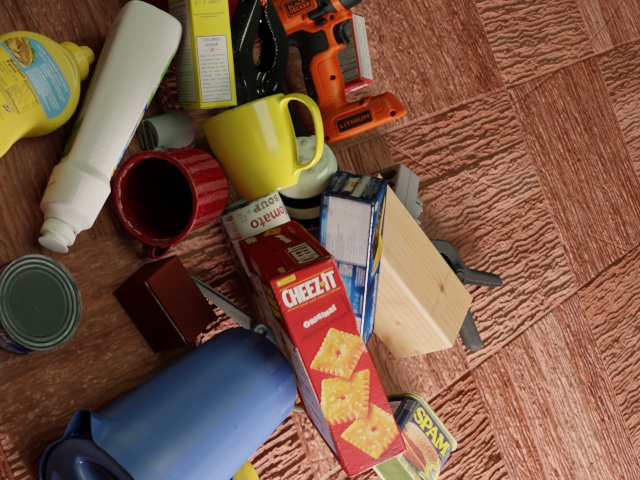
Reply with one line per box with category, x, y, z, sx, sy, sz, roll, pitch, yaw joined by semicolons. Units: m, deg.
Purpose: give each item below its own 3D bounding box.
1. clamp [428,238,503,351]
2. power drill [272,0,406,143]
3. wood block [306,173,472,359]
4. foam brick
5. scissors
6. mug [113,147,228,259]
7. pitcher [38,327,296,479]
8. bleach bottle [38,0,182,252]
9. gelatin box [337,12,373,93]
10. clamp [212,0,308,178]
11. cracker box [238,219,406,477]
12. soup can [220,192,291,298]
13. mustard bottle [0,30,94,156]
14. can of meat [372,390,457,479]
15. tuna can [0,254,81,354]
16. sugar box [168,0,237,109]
clamp;0.179;0.049;1.405;0.171;0.039;0.120;52;45;-22
power drill;0.031;-0.219;1.227;0.187;0.185;0.057;68;23;-4
wood block;0.080;0.034;1.266;0.206;0.090;0.090;51;45;-22
foam brick;-0.151;0.062;1.037;0.078;0.053;0.051;59;44;-17
scissors;-0.066;0.117;1.134;0.201;0.016;0.096;24;79;-25
mug;-0.146;-0.036;1.050;0.081;0.093;0.117;-27;137;-65
pitcher;-0.124;0.188;0.977;0.145;0.149;0.242;39;39;11
bleach bottle;-0.207;-0.101;1.009;0.068;0.103;0.250;25;65;-15
gelatin box;0.024;-0.223;1.299;0.030;0.073;0.089;3;75;-50
clamp;-0.063;-0.171;1.173;0.164;0.036;0.210;-17;115;-52
cracker box;0.000;0.100;1.050;0.072;0.164;0.213;-23;107;-9
soup can;-0.058;0.001;1.145;0.068;0.069;0.102;-32;101;-47
mustard bottle;-0.275;-0.136;0.963;0.191;0.058;0.096;-41;102;-45
can of meat;0.102;0.242;1.248;0.102;0.058;0.083;53;48;-20
tuna can;-0.256;0.057;0.939;0.086;0.034;0.086;17;65;-43
sugar box;-0.121;-0.222;1.069;0.048;0.093;0.176;-6;100;-21
